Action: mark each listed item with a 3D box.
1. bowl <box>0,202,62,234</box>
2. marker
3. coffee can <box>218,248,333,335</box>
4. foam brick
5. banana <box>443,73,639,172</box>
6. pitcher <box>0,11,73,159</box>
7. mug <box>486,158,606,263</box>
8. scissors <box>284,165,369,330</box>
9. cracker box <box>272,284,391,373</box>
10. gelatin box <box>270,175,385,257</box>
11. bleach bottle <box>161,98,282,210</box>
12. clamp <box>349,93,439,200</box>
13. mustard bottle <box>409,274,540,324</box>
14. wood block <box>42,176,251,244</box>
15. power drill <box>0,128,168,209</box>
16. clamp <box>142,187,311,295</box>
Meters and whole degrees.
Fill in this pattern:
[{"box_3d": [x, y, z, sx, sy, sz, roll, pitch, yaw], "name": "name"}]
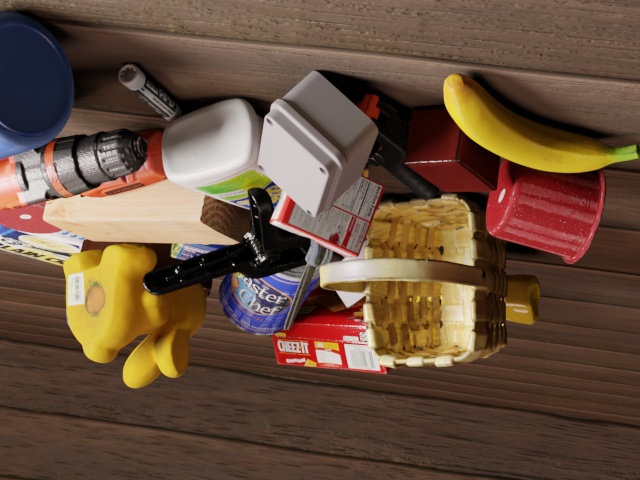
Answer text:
[{"box_3d": [-0.341, -0.050, 1.256, 0.162, 0.055, 0.162, 5, 157, 2], "name": "bowl"}, {"box_3d": [-0.144, -0.125, 0.954, 0.020, 0.020, 0.121, 4, 166, 19], "name": "marker"}, {"box_3d": [-0.056, 0.038, 1.296, 0.102, 0.103, 0.140, 12, 143, -16], "name": "coffee can"}, {"box_3d": [0.115, -0.078, 0.915, 0.051, 0.053, 0.078, -1, 163, 34], "name": "foam brick"}, {"box_3d": [0.167, -0.091, 0.872, 0.197, 0.037, 0.070, 14, 147, -27], "name": "banana"}, {"box_3d": [-0.315, -0.114, 0.901, 0.243, 0.149, 0.145, -6, 129, 38], "name": "pitcher"}, {"box_3d": [0.202, -0.038, 0.981, 0.081, 0.093, 0.117, 15, -158, -6], "name": "mug"}, {"box_3d": [-0.011, 0.009, 1.075, 0.016, 0.202, 0.096, 35, -165, 24], "name": "scissors"}, {"box_3d": [0.059, 0.096, 1.419, 0.164, 0.072, 0.213, 1, -159, 32], "name": "cracker box"}, {"box_3d": [0.007, -0.033, 0.989, 0.089, 0.073, 0.030, 23, 172, -22], "name": "gelatin box"}, {"box_3d": [-0.046, -0.064, 1.053, 0.103, 0.068, 0.250, -14, 162, 25], "name": "bleach bottle"}, {"box_3d": [0.039, -0.087, 0.959, 0.120, 0.039, 0.171, 10, 162, 19], "name": "clamp"}, {"box_3d": [0.169, 0.065, 1.309, 0.192, 0.058, 0.096, 4, 171, 19], "name": "mustard bottle"}, {"box_3d": [-0.180, -0.050, 1.134, 0.206, 0.091, 0.090, 1, 165, 29], "name": "wood block"}, {"box_3d": [-0.211, -0.071, 0.990, 0.185, 0.057, 0.187, -10, -177, 19], "name": "power drill"}, {"box_3d": [-0.057, 0.001, 1.073, 0.165, 0.036, 0.209, -39, 158, 32], "name": "clamp"}]
